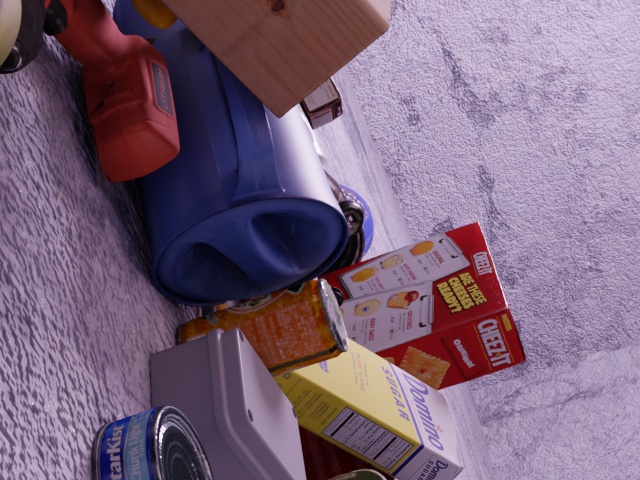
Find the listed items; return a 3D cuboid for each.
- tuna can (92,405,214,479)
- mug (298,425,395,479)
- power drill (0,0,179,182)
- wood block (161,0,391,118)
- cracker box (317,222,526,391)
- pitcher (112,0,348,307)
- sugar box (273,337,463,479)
[{"bbox_3d":[-0.082,0.129,0.548,0.086,0.034,0.086,-19,90,-81],"label":"tuna can"},{"bbox_3d":[0.024,0.192,0.864,0.117,0.093,0.081,32,27,-37],"label":"mug"},{"bbox_3d":[-0.145,-0.117,0.608,0.187,0.057,0.184,60,12,-51],"label":"power drill"},{"bbox_3d":[-0.060,-0.184,0.617,0.206,0.091,0.090,45,25,-20],"label":"wood block"},{"bbox_3d":[0.071,0.080,1.008,0.164,0.214,0.072,-93,162,-61],"label":"cracker box"},{"bbox_3d":[-0.074,-0.089,0.753,0.144,0.149,0.243,21,42,-49],"label":"pitcher"},{"bbox_3d":[0.026,0.120,0.823,0.176,0.048,0.093,29,24,-20],"label":"sugar box"}]
